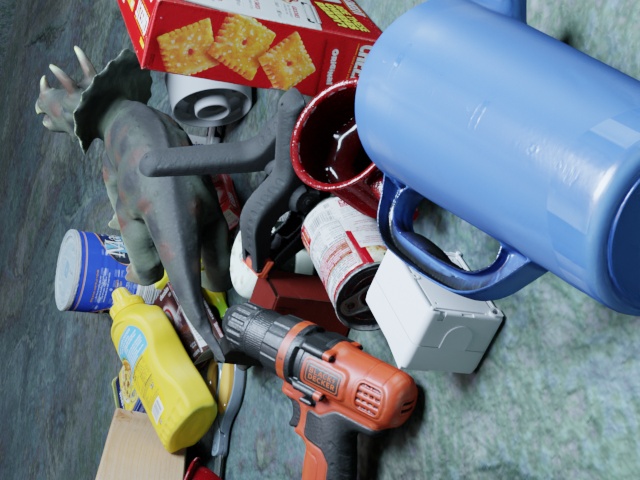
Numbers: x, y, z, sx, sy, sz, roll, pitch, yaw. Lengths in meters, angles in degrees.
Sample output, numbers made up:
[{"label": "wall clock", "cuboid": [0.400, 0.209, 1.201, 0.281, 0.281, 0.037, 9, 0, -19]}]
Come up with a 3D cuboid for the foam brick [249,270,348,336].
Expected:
[{"label": "foam brick", "cuboid": [-0.018, 0.062, 0.940, 0.051, 0.078, 0.053, 54, 130, 58]}]

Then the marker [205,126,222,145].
[{"label": "marker", "cuboid": [-0.126, -0.143, 1.284, 0.020, 0.020, 0.121, 11, 92, 64]}]

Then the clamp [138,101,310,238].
[{"label": "clamp", "cuboid": [-0.046, -0.074, 0.956, 0.210, 0.164, 0.036, -32, 50, 24]}]

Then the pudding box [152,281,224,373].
[{"label": "pudding box", "cuboid": [-0.156, 0.102, 1.212, 0.090, 0.039, 0.114, 61, 145, 13]}]

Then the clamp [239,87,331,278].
[{"label": "clamp", "cuboid": [-0.010, -0.045, 0.903, 0.039, 0.120, 0.172, 53, 127, 45]}]

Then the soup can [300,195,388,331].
[{"label": "soup can", "cuboid": [0.029, 0.016, 0.869, 0.069, 0.068, 0.102, -67, 29, 28]}]

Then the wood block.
[{"label": "wood block", "cuboid": [-0.198, 0.267, 1.161, 0.206, 0.090, 0.090, -114, 36, -77]}]

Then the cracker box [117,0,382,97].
[{"label": "cracker box", "cuboid": [-0.066, -0.197, 0.958, 0.164, 0.213, 0.072, -118, 42, -51]}]

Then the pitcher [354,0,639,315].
[{"label": "pitcher", "cuboid": [0.125, -0.044, 0.628, 0.243, 0.145, 0.149, 44, 154, 55]}]

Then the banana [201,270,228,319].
[{"label": "banana", "cuboid": [-0.157, 0.076, 1.265, 0.198, 0.037, 0.069, -27, 58, 59]}]

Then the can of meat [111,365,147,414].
[{"label": "can of meat", "cuboid": [-0.217, 0.182, 1.335, 0.084, 0.057, 0.102, -60, 34, 33]}]

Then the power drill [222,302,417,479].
[{"label": "power drill", "cuboid": [-0.020, 0.158, 0.870, 0.185, 0.057, 0.188, 23, 110, 33]}]

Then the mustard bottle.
[{"label": "mustard bottle", "cuboid": [-0.182, 0.130, 1.171, 0.192, 0.058, 0.096, 56, 143, 26]}]

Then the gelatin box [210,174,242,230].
[{"label": "gelatin box", "cuboid": [-0.134, -0.029, 1.213, 0.089, 0.030, 0.073, -36, 41, 14]}]

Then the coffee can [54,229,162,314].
[{"label": "coffee can", "cuboid": [-0.255, 0.045, 1.355, 0.103, 0.140, 0.103, -29, 57, 59]}]

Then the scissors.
[{"label": "scissors", "cuboid": [-0.114, 0.211, 1.163, 0.096, 0.016, 0.202, -153, 73, -64]}]

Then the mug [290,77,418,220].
[{"label": "mug", "cuboid": [0.042, -0.059, 0.826, 0.093, 0.081, 0.117, -42, 52, 12]}]
